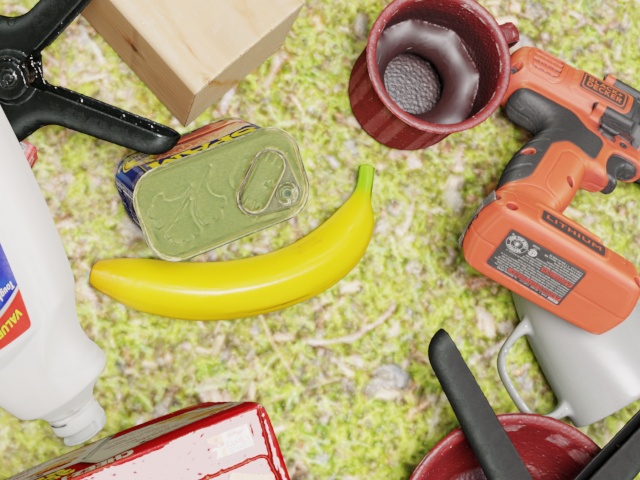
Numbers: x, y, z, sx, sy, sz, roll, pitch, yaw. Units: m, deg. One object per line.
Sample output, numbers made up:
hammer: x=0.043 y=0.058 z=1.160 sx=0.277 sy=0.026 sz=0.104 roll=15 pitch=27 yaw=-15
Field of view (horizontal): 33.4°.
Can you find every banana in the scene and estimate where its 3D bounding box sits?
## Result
banana: x=-0.043 y=0.015 z=0.678 sx=0.197 sy=0.037 sz=0.070 roll=-20 pitch=69 yaw=-15

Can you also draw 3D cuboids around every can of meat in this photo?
can of meat: x=-0.069 y=-0.035 z=0.647 sx=0.102 sy=0.084 sz=0.057 roll=-22 pitch=109 yaw=-14

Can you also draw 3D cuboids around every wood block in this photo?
wood block: x=-0.118 y=-0.183 z=0.661 sx=0.090 sy=0.091 sz=0.206 roll=-42 pitch=92 yaw=-13

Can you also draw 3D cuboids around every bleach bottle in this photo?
bleach bottle: x=-0.186 y=0.007 z=0.600 sx=0.103 sy=0.068 sz=0.251 roll=-21 pitch=111 yaw=14

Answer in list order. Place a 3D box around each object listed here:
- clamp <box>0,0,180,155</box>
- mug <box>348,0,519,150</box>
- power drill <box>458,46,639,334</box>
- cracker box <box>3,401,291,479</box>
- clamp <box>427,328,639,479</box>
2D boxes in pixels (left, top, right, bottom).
clamp: x=-0.164 y=-0.087 z=0.611 sx=0.171 sy=0.039 sz=0.120 roll=-19 pitch=96 yaw=13
mug: x=0.075 y=-0.111 z=0.695 sx=0.117 sy=0.082 sz=0.093 roll=-29 pitch=89 yaw=-14
power drill: x=0.178 y=-0.030 z=0.679 sx=0.184 sy=0.057 sz=0.187 roll=28 pitch=46 yaw=3
cracker box: x=-0.110 y=0.143 z=0.552 sx=0.164 sy=0.214 sz=0.072 roll=-20 pitch=87 yaw=-14
clamp: x=0.145 y=0.157 z=0.628 sx=0.164 sy=0.036 sz=0.210 roll=0 pitch=86 yaw=1
